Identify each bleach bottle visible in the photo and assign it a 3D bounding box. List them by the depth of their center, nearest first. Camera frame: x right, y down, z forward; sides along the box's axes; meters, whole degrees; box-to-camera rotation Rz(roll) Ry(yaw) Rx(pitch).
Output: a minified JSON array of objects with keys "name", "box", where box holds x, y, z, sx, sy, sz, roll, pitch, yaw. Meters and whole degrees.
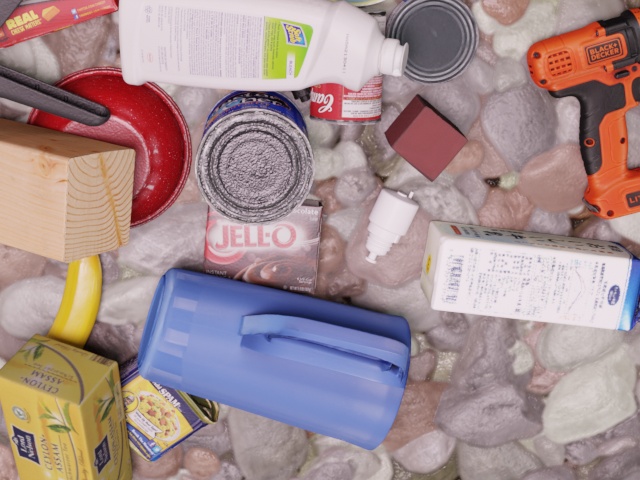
[{"name":"bleach bottle","box":[-0.049,-0.170,0.938,0.251,0.068,0.103,11,125,11]}]

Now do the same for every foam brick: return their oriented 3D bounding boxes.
[{"name":"foam brick","box":[0.098,-0.098,1.003,0.053,0.078,0.051,39,102,-12]}]

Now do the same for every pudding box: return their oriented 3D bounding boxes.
[{"name":"pudding box","box":[-0.057,0.001,1.043,0.113,0.039,0.090,4,106,-4]}]

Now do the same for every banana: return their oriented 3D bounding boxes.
[{"name":"banana","box":[-0.265,0.089,1.059,0.069,0.037,0.198,36,101,-14]}]

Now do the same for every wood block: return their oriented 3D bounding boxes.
[{"name":"wood block","box":[-0.275,-0.053,0.943,0.206,0.090,0.091,14,106,25]}]

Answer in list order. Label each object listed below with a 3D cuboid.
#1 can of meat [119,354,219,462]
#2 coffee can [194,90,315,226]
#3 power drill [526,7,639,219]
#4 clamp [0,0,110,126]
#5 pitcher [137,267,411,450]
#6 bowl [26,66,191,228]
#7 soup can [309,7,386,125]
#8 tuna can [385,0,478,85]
[{"name":"can of meat","box":[-0.166,0.163,1.075,0.084,0.057,0.102,-36,104,9]},{"name":"coffee can","box":[-0.059,-0.080,0.967,0.102,0.140,0.103,-1,106,-3]},{"name":"power drill","box":[0.304,-0.126,1.018,0.184,0.057,0.187,-16,103,5]},{"name":"clamp","box":[-0.296,-0.164,0.910,0.210,0.036,0.164,-6,121,-3]},{"name":"pitcher","box":[-0.041,0.103,1.004,0.242,0.145,0.149,16,114,-12]},{"name":"bowl","box":[-0.203,-0.080,1.005,0.162,0.055,0.162,-1,106,-3]},{"name":"soup can","box":[0.026,-0.162,0.986,0.068,0.068,0.102,2,105,-4]},{"name":"tuna can","box":[0.103,-0.190,1.000,0.086,0.034,0.086,-1,106,-3]}]
